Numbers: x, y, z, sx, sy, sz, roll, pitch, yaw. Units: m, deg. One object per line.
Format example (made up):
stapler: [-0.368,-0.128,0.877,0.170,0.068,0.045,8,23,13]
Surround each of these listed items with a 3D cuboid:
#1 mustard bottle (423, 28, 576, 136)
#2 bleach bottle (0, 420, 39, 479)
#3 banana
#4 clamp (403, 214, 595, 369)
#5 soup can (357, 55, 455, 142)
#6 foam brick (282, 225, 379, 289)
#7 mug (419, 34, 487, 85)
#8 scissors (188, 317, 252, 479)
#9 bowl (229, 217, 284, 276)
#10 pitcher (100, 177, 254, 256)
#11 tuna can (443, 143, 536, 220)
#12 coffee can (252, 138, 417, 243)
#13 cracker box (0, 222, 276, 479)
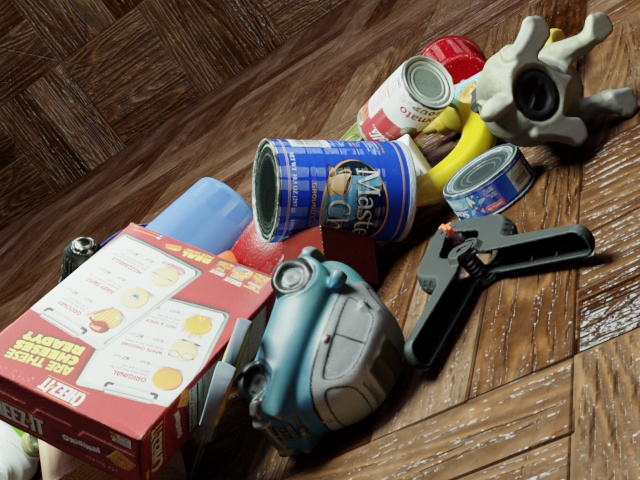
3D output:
mustard bottle: [0.197,-0.171,1.227,0.192,0.058,0.096,-26,18,31]
bleach bottle: [-0.366,0.218,1.236,0.068,0.102,0.251,-47,15,5]
banana: [0.146,-0.091,1.124,0.070,0.037,0.197,0,36,22]
clamp: [0.119,0.027,0.871,0.164,0.036,0.210,-37,14,-1]
soup can: [0.094,-0.148,1.170,0.068,0.068,0.102,-49,4,-36]
foam brick: [0.010,0.022,1.017,0.053,0.078,0.051,-22,66,41]
mug: [0.164,-0.190,1.322,0.081,0.093,0.117,-100,34,-67]
scissors: [-0.081,0.128,0.838,0.202,0.016,0.096,112,178,-62]
bowl: [-0.058,0.001,1.182,0.162,0.055,0.162,-54,1,1]
pitcher: [-0.188,0.038,1.255,0.242,0.149,0.145,-46,8,-16]
tuna can: [0.161,-0.055,1.021,0.086,0.033,0.086,-34,16,11]
coffee can: [0.012,-0.049,1.056,0.140,0.103,0.103,-1,7,-17]
cracker box: [-0.153,0.088,0.894,0.164,0.072,0.213,20,41,20]
